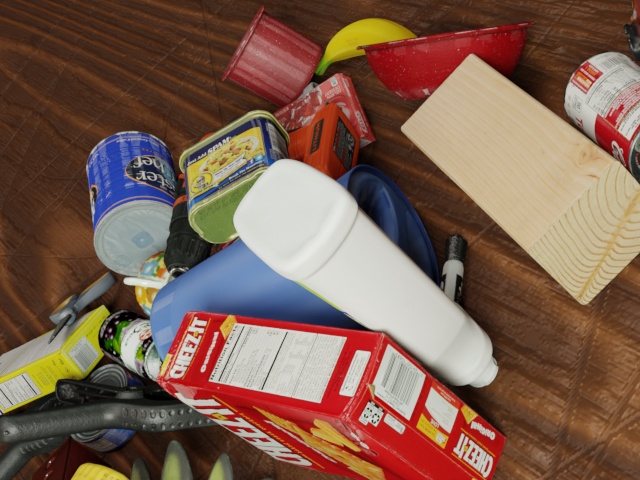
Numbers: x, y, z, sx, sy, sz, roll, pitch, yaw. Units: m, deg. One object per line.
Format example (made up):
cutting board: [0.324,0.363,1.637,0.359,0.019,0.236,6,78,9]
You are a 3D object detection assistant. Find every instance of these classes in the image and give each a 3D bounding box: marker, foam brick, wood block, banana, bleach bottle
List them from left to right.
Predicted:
foam brick: [-0.221,0.221,0.939,0.053,0.051,0.078,-46,19,8]
banana: [0.064,-0.195,1.109,0.198,0.037,0.070,22,105,54]
bleach bottle: [0.053,0.042,0.747,0.068,0.250,0.103,-52,37,-1]
marker: [0.107,0.047,0.878,0.020,0.020,0.121,-16,50,37]
wood block: [0.163,-0.054,0.847,0.091,0.090,0.206,-46,38,7]

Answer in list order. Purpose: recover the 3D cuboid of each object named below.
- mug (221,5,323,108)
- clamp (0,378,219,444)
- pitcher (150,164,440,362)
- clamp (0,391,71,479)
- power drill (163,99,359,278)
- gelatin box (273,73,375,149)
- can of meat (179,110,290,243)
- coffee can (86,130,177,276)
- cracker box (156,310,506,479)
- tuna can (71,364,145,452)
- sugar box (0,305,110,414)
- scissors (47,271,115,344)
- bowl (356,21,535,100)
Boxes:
mug: [-0.054,-0.192,1.175,0.093,0.081,0.117,-66,12,-23]
clamp: [-0.179,0.154,0.999,0.164,0.210,0.036,-100,8,-83]
pitcher: [-0.025,0.039,0.934,0.243,0.149,0.145,-26,62,28]
clamp: [-0.316,0.203,1.167,0.171,0.039,0.120,-36,39,8]
power drill: [-0.060,-0.051,1.025,0.188,0.057,0.184,-14,44,26]
gelatin box: [0.003,-0.116,1.082,0.089,0.030,0.073,-28,74,29]
can of meat: [-0.073,-0.055,0.948,0.102,0.057,0.084,-29,40,14]
coffee can: [-0.208,-0.043,1.204,0.103,0.102,0.140,-38,39,16]
cracker box: [0.004,0.127,0.801,0.214,0.164,0.072,2,59,46]
tuna can: [-0.217,0.173,1.095,0.086,0.033,0.086,-27,44,29]
sugar box: [-0.310,0.139,1.184,0.176,0.048,0.093,-27,16,32]
scissors: [-0.262,0.071,1.173,0.096,0.016,0.202,-39,11,-11]
bowl: [0.115,-0.161,0.968,0.162,0.161,0.055,2,104,46]
